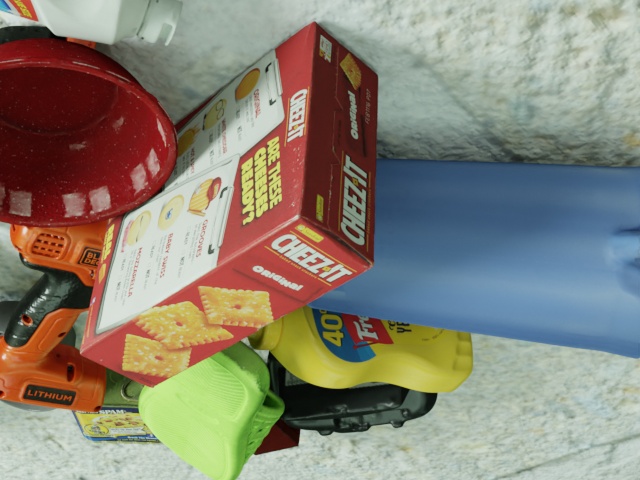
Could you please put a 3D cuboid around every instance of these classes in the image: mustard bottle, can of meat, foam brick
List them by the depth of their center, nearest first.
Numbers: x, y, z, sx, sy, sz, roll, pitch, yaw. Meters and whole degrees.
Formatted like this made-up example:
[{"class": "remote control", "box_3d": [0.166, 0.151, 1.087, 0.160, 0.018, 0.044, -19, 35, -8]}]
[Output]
[{"class": "mustard bottle", "box_3d": [0.020, 0.067, 0.818, 0.191, 0.096, 0.058, 5, 145, -25]}, {"class": "can of meat", "box_3d": [-0.186, 0.151, 1.009, 0.102, 0.057, 0.084, 1, 143, 4]}, {"class": "foam brick", "box_3d": [-0.058, 0.161, 1.010, 0.051, 0.053, 0.078, -16, 136, 24]}]

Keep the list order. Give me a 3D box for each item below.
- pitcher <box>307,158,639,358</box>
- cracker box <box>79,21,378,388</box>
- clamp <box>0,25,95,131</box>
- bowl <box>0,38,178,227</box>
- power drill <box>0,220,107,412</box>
[{"class": "pitcher", "box_3d": [0.111, 0.007, 0.756, 0.243, 0.145, 0.149, 6, 129, 5]}, {"class": "cracker box", "box_3d": [-0.059, -0.018, 0.701, 0.072, 0.164, 0.214, 33, 134, -33]}, {"class": "clamp", "box_3d": [-0.227, -0.101, 0.712, 0.172, 0.039, 0.120, -31, 139, 29]}, {"class": "bowl", "box_3d": [-0.172, -0.076, 0.674, 0.162, 0.055, 0.162, -6, 146, -5]}, {"class": "power drill", "box_3d": [-0.175, 0.054, 0.849, 0.184, 0.057, 0.188, 16, 122, -27]}]
